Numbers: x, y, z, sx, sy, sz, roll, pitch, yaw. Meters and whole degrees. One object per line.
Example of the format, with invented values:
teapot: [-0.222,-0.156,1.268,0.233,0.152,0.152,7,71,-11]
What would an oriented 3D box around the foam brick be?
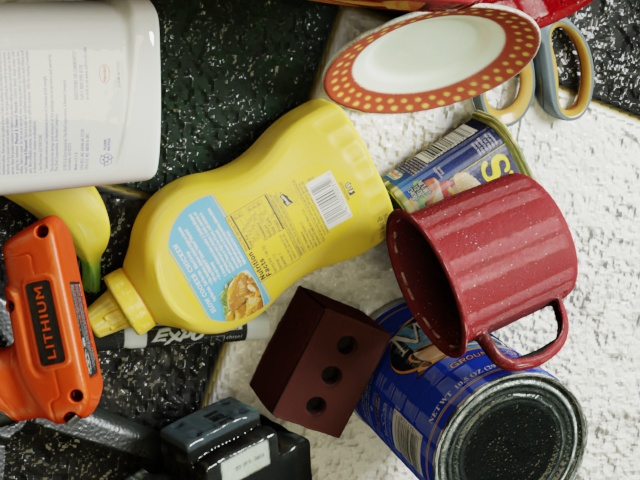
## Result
foam brick: [-0.001,0.078,0.687,0.053,0.051,0.078,23,96,-25]

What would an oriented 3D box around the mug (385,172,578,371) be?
mug: [0.100,0.020,0.619,0.081,0.117,0.093,-23,155,-14]

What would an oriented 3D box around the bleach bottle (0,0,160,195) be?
bleach bottle: [-0.206,-0.069,0.514,0.250,0.068,0.102,-6,107,-25]

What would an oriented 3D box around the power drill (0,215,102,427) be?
power drill: [-0.216,0.044,0.545,0.187,0.057,0.184,-13,92,-3]

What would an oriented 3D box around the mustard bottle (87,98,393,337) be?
mustard bottle: [-0.054,0.001,0.640,0.191,0.058,0.096,-32,116,-10]

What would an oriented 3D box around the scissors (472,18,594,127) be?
scissors: [0.120,-0.159,0.683,0.096,0.016,0.201,-30,114,-10]

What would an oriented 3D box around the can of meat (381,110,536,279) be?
can of meat: [0.095,-0.019,0.694,0.084,0.057,0.102,-33,114,-6]

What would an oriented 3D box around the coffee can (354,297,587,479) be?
coffee can: [0.087,0.105,0.680,0.102,0.140,0.103,-6,108,-20]

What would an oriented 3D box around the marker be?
marker: [-0.091,0.057,0.664,0.121,0.020,0.020,-3,107,-21]

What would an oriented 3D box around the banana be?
banana: [-0.191,-0.036,0.587,0.197,0.037,0.069,29,91,-26]

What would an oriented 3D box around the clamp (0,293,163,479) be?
clamp: [-0.176,0.099,0.624,0.164,0.036,0.210,-30,107,-34]
